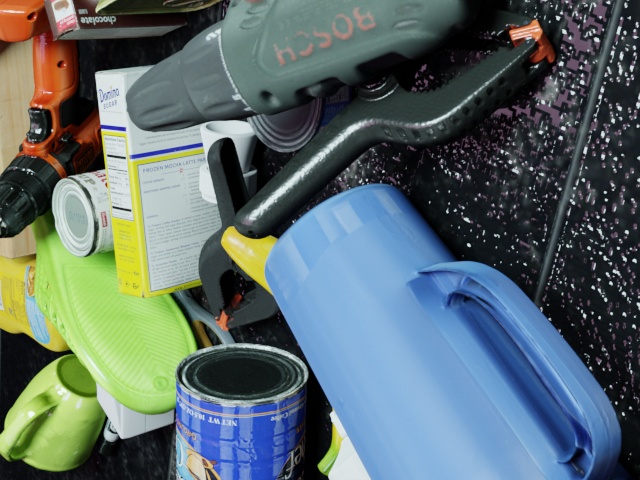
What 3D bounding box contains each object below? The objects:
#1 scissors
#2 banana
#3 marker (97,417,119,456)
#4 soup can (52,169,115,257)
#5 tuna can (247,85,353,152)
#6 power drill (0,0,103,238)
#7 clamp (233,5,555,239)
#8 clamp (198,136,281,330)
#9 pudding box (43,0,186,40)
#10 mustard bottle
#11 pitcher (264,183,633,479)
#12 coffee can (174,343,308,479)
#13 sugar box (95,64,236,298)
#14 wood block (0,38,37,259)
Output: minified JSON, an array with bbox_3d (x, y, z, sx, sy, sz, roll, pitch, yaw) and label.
[{"bbox_3d":[-0.130,0.058,0.943,0.202,0.016,0.096,52,134,24],"label":"scissors"},{"bbox_3d":[-0.003,0.071,0.761,0.198,0.069,0.037,67,168,-9],"label":"banana"},{"bbox_3d":[-0.199,0.173,1.053,0.020,0.020,0.121,49,133,27],"label":"marker"},{"bbox_3d":[-0.162,-0.028,0.886,0.069,0.102,0.068,18,115,44],"label":"soup can"},{"bbox_3d":[-0.017,-0.107,0.752,0.086,0.033,0.086,17,114,44],"label":"tuna can"},{"bbox_3d":[-0.232,-0.115,0.869,0.057,0.184,0.188,11,125,10],"label":"power drill"},{"bbox_3d":[0.034,-0.083,0.642,0.210,0.036,0.164,-5,66,30],"label":"clamp"},{"bbox_3d":[-0.055,0.001,0.801,0.120,0.039,0.172,41,132,3],"label":"clamp"},{"bbox_3d":[-0.164,-0.203,0.826,0.039,0.113,0.090,-15,91,44],"label":"pudding box"},{"bbox_3d":[-0.272,0.059,1.069,0.192,0.058,0.096,13,110,46],"label":"mustard bottle"},{"bbox_3d":[0.070,0.079,0.646,0.149,0.145,0.243,-36,67,8],"label":"pitcher"},{"bbox_3d":[-0.062,0.165,0.835,0.103,0.102,0.140,21,117,43],"label":"coffee can"},{"bbox_3d":[-0.120,-0.049,0.841,0.048,0.093,0.176,7,106,47],"label":"sugar box"},{"bbox_3d":[-0.287,-0.097,1.013,0.090,0.090,0.206,14,112,45],"label":"wood block"}]
